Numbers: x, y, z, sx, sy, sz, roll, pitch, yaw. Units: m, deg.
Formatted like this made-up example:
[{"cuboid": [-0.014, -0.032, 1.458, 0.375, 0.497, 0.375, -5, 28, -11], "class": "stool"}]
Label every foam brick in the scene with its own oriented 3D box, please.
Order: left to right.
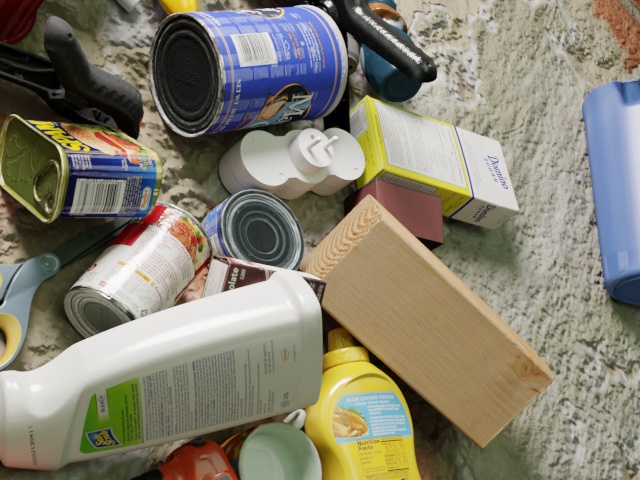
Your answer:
[{"cuboid": [0.068, -0.018, 0.988, 0.078, 0.053, 0.051, 13, 61, -32], "class": "foam brick"}]

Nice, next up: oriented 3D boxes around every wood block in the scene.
[{"cuboid": [0.089, 0.068, 0.914, 0.206, 0.091, 0.090, 42, 7, -14], "class": "wood block"}]

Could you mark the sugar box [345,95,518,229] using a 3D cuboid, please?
[{"cuboid": [0.110, -0.074, 1.049, 0.175, 0.048, 0.093, 17, 49, -34], "class": "sugar box"}]

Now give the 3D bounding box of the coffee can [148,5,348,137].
[{"cuboid": [-0.061, -0.147, 0.918, 0.140, 0.103, 0.103, -14, 78, -41], "class": "coffee can"}]

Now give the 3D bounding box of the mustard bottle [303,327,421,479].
[{"cuboid": [0.034, 0.164, 0.865, 0.096, 0.058, 0.191, 1, 68, -35], "class": "mustard bottle"}]

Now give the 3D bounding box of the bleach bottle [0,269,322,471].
[{"cuboid": [-0.124, 0.094, 0.730, 0.250, 0.068, 0.102, -12, 120, -21], "class": "bleach bottle"}]

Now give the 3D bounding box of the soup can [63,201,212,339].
[{"cuboid": [-0.135, 0.028, 0.796, 0.068, 0.069, 0.102, 45, 49, -11], "class": "soup can"}]

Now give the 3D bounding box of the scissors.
[{"cuboid": [-0.200, 0.039, 0.775, 0.201, 0.016, 0.096, -13, 79, -41], "class": "scissors"}]

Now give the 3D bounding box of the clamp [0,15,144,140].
[{"cuboid": [-0.183, -0.120, 0.796, 0.171, 0.120, 0.039, 25, 77, -48], "class": "clamp"}]

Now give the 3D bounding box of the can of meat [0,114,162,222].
[{"cuboid": [-0.177, -0.052, 0.785, 0.083, 0.102, 0.057, -1, 112, -41], "class": "can of meat"}]

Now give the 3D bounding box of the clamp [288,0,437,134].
[{"cuboid": [0.012, -0.195, 0.963, 0.036, 0.165, 0.210, -22, 79, -34], "class": "clamp"}]

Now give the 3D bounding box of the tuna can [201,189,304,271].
[{"cuboid": [-0.056, 0.001, 0.894, 0.086, 0.034, 0.086, 17, 58, -31], "class": "tuna can"}]

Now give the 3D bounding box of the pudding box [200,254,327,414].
[{"cuboid": [-0.052, 0.074, 0.825, 0.089, 0.039, 0.113, 12, 91, -34], "class": "pudding box"}]
